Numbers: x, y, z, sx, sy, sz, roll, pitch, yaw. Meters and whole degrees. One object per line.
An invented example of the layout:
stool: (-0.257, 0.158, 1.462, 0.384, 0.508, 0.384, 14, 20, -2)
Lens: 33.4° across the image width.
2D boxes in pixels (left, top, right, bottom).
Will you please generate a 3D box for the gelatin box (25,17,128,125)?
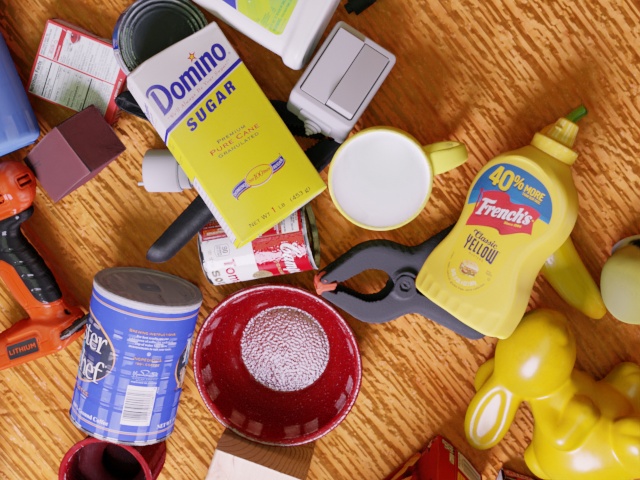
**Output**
gelatin box: (-0.221, -0.158, 0.994, 0.089, 0.030, 0.073, 22, 106, 1)

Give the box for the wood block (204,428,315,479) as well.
wood block: (-0.085, 0.291, 1.049, 0.091, 0.090, 0.206, 20, 104, 2)

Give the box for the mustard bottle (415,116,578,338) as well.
mustard bottle: (0.166, -0.018, 0.919, 0.096, 0.058, 0.192, 36, 101, 36)

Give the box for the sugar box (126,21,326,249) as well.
sugar box: (-0.082, -0.091, 0.923, 0.093, 0.048, 0.176, -34, 90, -13)

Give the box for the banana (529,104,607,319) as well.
banana: (0.217, -0.020, 0.967, 0.070, 0.037, 0.198, -6, 102, 11)

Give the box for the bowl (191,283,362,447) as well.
bowl: (-0.038, 0.112, 1.020, 0.162, 0.055, 0.162, 2, 103, 7)

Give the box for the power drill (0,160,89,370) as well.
power drill: (-0.318, 0.029, 1.024, 0.185, 0.057, 0.187, -17, 106, 30)

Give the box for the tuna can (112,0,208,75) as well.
tuna can: (-0.143, -0.178, 0.960, 0.086, 0.034, 0.086, -3, 99, -21)

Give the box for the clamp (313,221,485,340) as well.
clamp: (0.082, 0.027, 0.984, 0.171, 0.039, 0.120, 6, 96, -11)

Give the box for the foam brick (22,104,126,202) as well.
foam brick: (-0.227, -0.080, 0.984, 0.078, 0.051, 0.053, -28, 100, 47)

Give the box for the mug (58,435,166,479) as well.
mug: (-0.210, 0.226, 1.054, 0.117, 0.081, 0.093, -27, 98, 12)

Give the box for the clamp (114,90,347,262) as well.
clamp: (-0.080, -0.085, 0.969, 0.210, 0.036, 0.164, -19, 77, -9)

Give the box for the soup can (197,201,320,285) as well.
soup can: (-0.056, 0.001, 0.990, 0.102, 0.068, 0.068, -10, 101, 8)

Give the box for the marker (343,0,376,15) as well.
marker: (0.074, -0.236, 0.945, 0.121, 0.020, 0.020, -30, 98, 12)

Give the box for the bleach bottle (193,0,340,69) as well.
bleach bottle: (-0.104, -0.254, 0.941, 0.251, 0.068, 0.102, 29, 100, 2)

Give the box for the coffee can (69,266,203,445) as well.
coffee can: (-0.175, 0.107, 1.012, 0.103, 0.102, 0.140, 14, 104, 3)
